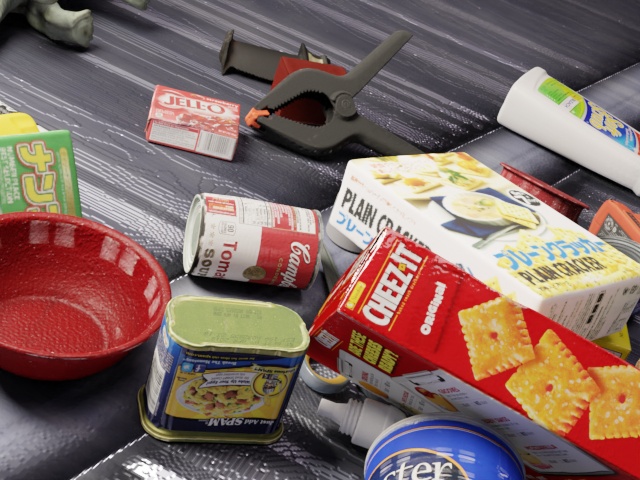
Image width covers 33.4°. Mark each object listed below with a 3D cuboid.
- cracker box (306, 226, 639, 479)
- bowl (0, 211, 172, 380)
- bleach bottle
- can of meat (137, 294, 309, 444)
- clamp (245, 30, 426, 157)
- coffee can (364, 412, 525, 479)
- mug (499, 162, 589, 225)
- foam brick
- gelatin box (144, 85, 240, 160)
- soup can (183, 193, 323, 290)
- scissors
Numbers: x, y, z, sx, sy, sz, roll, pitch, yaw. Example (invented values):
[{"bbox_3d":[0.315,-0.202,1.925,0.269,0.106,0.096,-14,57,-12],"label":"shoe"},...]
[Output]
[{"bbox_3d":[0.104,0.085,0.707,0.213,0.164,0.072,30,73,-1],"label":"cracker box"},{"bbox_3d":[-0.188,0.047,0.743,0.162,0.055,0.162,14,32,-9],"label":"bowl"},{"bbox_3d":[0.342,-0.116,1.279,0.251,0.068,0.102,32,34,16],"label":"bleach bottle"},{"bbox_3d":[-0.065,0.087,0.721,0.102,0.084,0.057,6,34,-20],"label":"can of meat"},{"bbox_3d":[0.024,-0.146,1.117,0.209,0.036,0.164,-1,75,-19],"label":"clamp"},{"bbox_3d":[0.071,0.185,0.625,0.103,0.103,0.140,18,32,-2],"label":"coffee can"},{"bbox_3d":[0.200,-0.014,1.010,0.117,0.081,0.093,18,13,-42],"label":"mug"},{"bbox_3d":[-0.011,-0.161,1.165,0.078,0.053,0.051,7,34,-22],"label":"foam brick"},{"bbox_3d":[-0.126,-0.118,1.056,0.089,0.030,0.073,13,32,-10],"label":"gelatin box"},{"bbox_3d":[-0.056,0.001,0.874,0.102,0.069,0.068,8,33,-17],"label":"soup can"},{"bbox_3d":[0.004,0.062,0.862,0.096,0.016,0.202,-2,37,-30],"label":"scissors"}]
